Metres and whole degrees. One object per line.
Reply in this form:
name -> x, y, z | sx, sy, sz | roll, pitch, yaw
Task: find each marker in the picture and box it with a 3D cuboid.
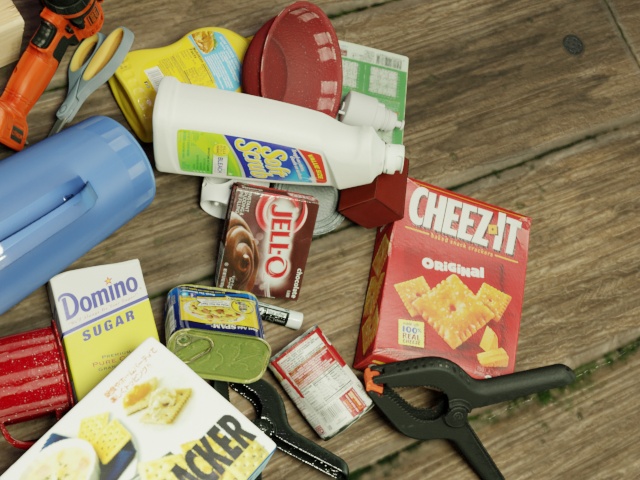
marker -> -0.078, 0.070, 1.122 | 0.121, 0.020, 0.020 | 16, 67, -13

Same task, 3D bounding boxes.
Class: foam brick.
foam brick -> 0.059, -0.060, 1.155 | 0.051, 0.053, 0.078 | 33, 54, -38

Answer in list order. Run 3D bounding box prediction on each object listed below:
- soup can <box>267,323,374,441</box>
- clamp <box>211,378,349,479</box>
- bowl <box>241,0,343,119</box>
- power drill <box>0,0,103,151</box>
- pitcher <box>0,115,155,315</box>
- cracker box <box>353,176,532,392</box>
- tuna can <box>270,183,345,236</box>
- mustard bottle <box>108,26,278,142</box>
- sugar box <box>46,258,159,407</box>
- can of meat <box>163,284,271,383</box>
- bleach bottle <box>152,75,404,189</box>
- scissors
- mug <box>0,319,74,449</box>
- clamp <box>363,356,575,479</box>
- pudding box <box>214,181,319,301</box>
soup can -> 0.000, 0.146, 1.094 | 0.068, 0.069, 0.102 | -35, 86, -26
clamp -> -0.065, 0.201, 1.057 | 0.120, 0.039, 0.171 | -32, 71, -37
bowl -> -0.039, -0.179, 1.168 | 0.161, 0.055, 0.162 | -16, 109, -56
power drill -> -0.282, -0.185, 1.051 | 0.057, 0.184, 0.187 | 32, 85, 1
pitcher -> -0.273, -0.022, 1.015 | 0.149, 0.145, 0.242 | 37, 55, 23
cracker box -> 0.138, 0.055, 1.171 | 0.164, 0.072, 0.213 | 17, 66, -13
tuna can -> -0.013, -0.046, 1.169 | 0.086, 0.034, 0.086 | 2, 82, -17
mustard bottle -> -0.129, -0.183, 1.173 | 0.191, 0.058, 0.096 | -26, 79, -24
sugar box -> -0.205, 0.112, 1.050 | 0.093, 0.048, 0.176 | -12, 77, -22
can of meat -> -0.106, 0.091, 1.065 | 0.102, 0.057, 0.084 | 9, 31, -16
bleach bottle -> -0.040, -0.102, 1.079 | 0.251, 0.103, 0.068 | 7, 54, -1
scissors -> -0.270, -0.147, 1.128 | 0.202, 0.096, 0.016 | -52, 129, 0
mug -> -0.276, 0.139, 0.992 | 0.081, 0.093, 0.117 | -12, 69, -17
clamp -> 0.148, 0.165, 1.097 | 0.209, 0.036, 0.165 | 26, 109, -14
pudding box -> -0.057, 0.001, 1.114 | 0.090, 0.039, 0.113 | 9, 105, -15
